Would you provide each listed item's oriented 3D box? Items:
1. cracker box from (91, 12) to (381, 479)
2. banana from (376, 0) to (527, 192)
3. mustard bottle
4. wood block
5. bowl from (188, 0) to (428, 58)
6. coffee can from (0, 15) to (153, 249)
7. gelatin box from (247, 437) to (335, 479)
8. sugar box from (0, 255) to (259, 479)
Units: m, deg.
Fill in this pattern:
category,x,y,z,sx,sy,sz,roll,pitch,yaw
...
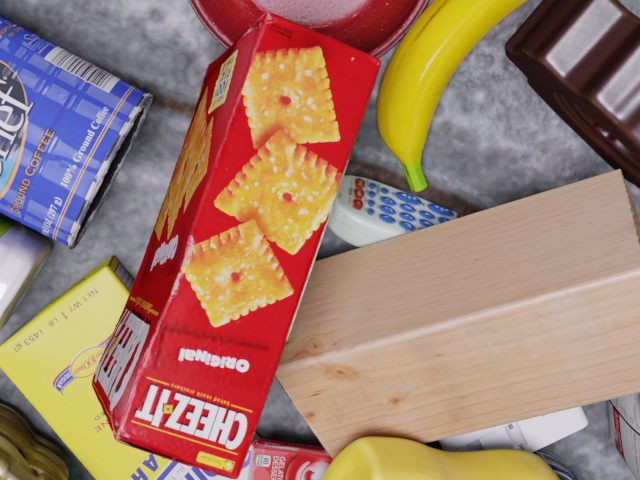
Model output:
category,x,y,z,sx,sy,sz,roll,pitch,yaw
cracker box,-0.054,0.001,0.574,0.072,0.164,0.213,21,85,-14
banana,0.092,-0.126,0.650,0.069,0.037,0.198,30,102,-38
mustard bottle,0.090,0.166,0.635,0.191,0.058,0.096,10,118,-28
wood block,0.087,0.047,0.610,0.206,0.090,0.090,-18,126,18
bowl,-0.006,-0.171,0.617,0.162,0.055,0.162,-1,106,-2
coffee can,-0.181,-0.072,0.610,0.140,0.103,0.103,28,98,-8
gelatin box,-0.011,0.170,0.654,0.073,0.030,0.089,9,91,-6
sugar box,-0.114,0.107,0.675,0.093,0.048,0.176,-37,98,2
